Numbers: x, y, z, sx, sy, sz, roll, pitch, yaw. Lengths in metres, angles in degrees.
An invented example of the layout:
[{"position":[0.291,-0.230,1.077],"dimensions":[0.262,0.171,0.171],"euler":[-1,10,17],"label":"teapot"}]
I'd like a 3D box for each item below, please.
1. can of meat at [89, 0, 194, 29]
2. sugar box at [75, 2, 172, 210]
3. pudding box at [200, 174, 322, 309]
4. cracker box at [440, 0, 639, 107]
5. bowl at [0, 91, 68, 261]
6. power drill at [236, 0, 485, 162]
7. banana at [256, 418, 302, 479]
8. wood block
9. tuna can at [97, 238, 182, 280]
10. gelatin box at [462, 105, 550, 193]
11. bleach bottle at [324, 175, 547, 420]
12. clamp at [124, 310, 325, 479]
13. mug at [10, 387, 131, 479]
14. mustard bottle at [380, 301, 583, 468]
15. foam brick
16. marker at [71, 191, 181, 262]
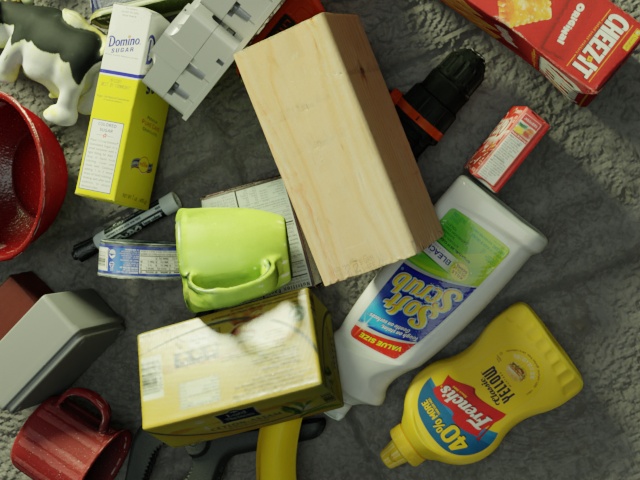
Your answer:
[{"position":[-0.173,-0.254,1.008],"dimensions":[0.102,0.057,0.084],"euler":[-11,89,10],"label":"can of meat"},{"position":[-0.174,-0.120,0.987],"dimensions":[0.048,0.093,0.176],"euler":[13,90,10],"label":"sugar box"},{"position":[-0.057,0.001,1.008],"dimensions":[0.090,0.039,0.113],"euler":[-15,92,11],"label":"pudding box"},{"position":[0.160,-0.202,0.893],"dimensions":[0.214,0.164,0.072],"euler":[39,100,7],"label":"cracker box"},{"position":[-0.292,-0.062,1.022],"dimensions":[0.162,0.055,0.162],"euler":[5,98,39],"label":"bowl"},{"position":[0.031,-0.145,0.973],"dimensions":[0.188,0.057,0.184],"euler":[43,99,6],"label":"power drill"},{"position":[-0.027,0.216,0.990],"dimensions":[0.069,0.037,0.198],"euler":[-14,99,-20],"label":"banana"},{"position":[0.018,-0.078,0.902],"dimensions":[0.090,0.090,0.206],"euler":[-20,92,24],"label":"wood block"},{"position":[-0.166,0.018,1.005],"dimensions":[0.086,0.086,0.034],"euler":[3,92,10],"label":"tuna can"},{"position":[0.161,-0.082,0.936],"dimensions":[0.030,0.089,0.073],"euler":[38,98,-3],"label":"gelatin box"},{"position":[0.089,0.066,0.971],"dimensions":[0.102,0.068,0.251],"euler":[40,101,12],"label":"bleach bottle"},{"position":[-0.122,0.179,1.029],"dimensions":[0.210,0.036,0.164],"euler":[-40,84,6],"label":"clamp"},{"position":[-0.238,0.192,1.023],"dimensions":[0.081,0.093,0.117],"euler":[29,115,13],"label":"mug"},{"position":[0.135,0.147,0.969],"dimensions":[0.192,0.058,0.096],"euler":[-37,85,11],"label":"mustard bottle"},{"position":[-0.303,0.075,1.050],"dimensions":[0.078,0.053,0.051],"euler":[-44,85,9],"label":"foam brick"},{"position":[-0.191,-0.012,1.042],"dimensions":[0.121,0.020,0.020],"euler":[-28,88,11],"label":"marker"}]
